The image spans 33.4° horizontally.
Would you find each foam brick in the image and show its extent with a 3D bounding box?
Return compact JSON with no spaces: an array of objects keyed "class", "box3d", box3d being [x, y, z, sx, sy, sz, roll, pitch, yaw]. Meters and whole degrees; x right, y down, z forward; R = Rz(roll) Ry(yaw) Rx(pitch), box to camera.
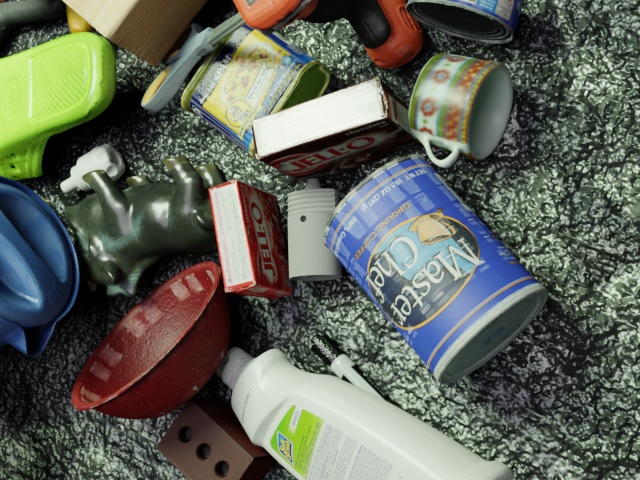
[{"class":"foam brick","box3d":[-0.084,0.172,0.874,0.078,0.051,0.053,37,98,24]}]

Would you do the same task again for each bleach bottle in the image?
[{"class":"bleach bottle","box3d":[0.018,0.150,0.814,0.251,0.067,0.103,32,116,31]}]

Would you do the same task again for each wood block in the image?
[{"class":"wood block","box3d":[-0.122,-0.260,0.885,0.090,0.090,0.206,41,97,19]}]

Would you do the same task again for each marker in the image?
[{"class":"marker","box3d":[0.035,0.117,0.846,0.121,0.020,0.020,44,101,23]}]

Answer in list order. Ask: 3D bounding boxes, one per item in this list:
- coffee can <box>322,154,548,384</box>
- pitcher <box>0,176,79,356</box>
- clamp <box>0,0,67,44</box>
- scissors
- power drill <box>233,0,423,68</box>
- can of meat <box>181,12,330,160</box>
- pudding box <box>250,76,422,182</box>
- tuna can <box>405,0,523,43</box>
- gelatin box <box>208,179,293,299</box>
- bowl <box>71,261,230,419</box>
[{"class":"coffee can","box3d":[0.084,0.021,0.792,0.103,0.102,0.140,-45,68,12]},{"class":"pitcher","box3d":[-0.334,0.043,0.901,0.243,0.145,0.149,-27,37,28]},{"class":"clamp","box3d":[-0.314,-0.223,1.039,0.172,0.039,0.120,-43,64,17]},{"class":"scissors","box3d":[-0.103,-0.147,0.875,0.096,0.016,0.202,-62,24,-4]},{"class":"power drill","box3d":[-0.008,-0.220,0.817,0.057,0.187,0.184,-35,75,32]},{"class":"can of meat","box3d":[-0.053,-0.128,0.899,0.084,0.057,0.102,38,98,22]},{"class":"pudding box","box3d":[0.014,-0.085,0.844,0.114,0.090,0.039,-18,75,20]},{"class":"tuna can","box3d":[0.111,-0.182,0.817,0.086,0.086,0.034,17,88,25]},{"class":"gelatin box","box3d":[-0.056,0.001,0.873,0.030,0.073,0.089,-16,76,20]},{"class":"bowl","box3d":[-0.126,0.092,0.873,0.162,0.162,0.055,-37,109,15]}]
